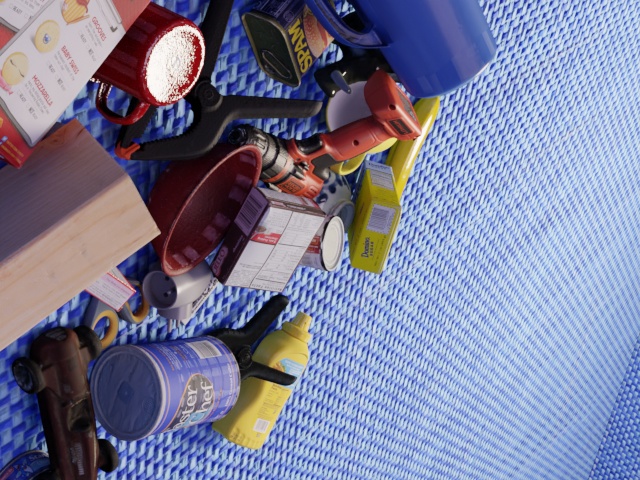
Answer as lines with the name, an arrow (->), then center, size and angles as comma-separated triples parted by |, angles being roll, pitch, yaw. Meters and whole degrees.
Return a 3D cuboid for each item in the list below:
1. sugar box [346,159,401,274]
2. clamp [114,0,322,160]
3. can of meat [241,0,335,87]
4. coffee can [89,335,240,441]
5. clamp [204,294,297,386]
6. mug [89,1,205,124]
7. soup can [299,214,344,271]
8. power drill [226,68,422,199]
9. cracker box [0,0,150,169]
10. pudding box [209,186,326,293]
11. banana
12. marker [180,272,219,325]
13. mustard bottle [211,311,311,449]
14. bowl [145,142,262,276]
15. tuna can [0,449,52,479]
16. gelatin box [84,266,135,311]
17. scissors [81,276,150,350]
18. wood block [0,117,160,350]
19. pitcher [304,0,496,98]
sugar box -> 0.065, -0.034, 1.364 | 0.176, 0.048, 0.093 | -99, -155, -69
clamp -> -0.116, -0.152, 1.031 | 0.209, 0.036, 0.164 | -32, 104, -19
can of meat -> -0.028, -0.227, 1.123 | 0.084, 0.058, 0.102 | -53, 151, -20
coffee can -> -0.171, 0.161, 1.188 | 0.140, 0.103, 0.103 | -1, 116, -58
clamp -> -0.096, 0.150, 1.329 | 0.171, 0.039, 0.120 | -24, 104, -32
mug -> -0.161, -0.158, 0.941 | 0.093, 0.082, 0.117 | 14, 103, -61
soup can -> -0.031, -0.002, 1.252 | 0.068, 0.102, 0.068 | 7, 90, -68
power drill -> 0.006, -0.118, 1.184 | 0.188, 0.057, 0.184 | -25, 158, 17
cracker box -> -0.229, -0.187, 0.818 | 0.213, 0.072, 0.164 | -56, 152, -11
pudding box -> -0.058, 0.001, 1.174 | 0.089, 0.039, 0.114 | 10, 120, -44
banana -> 0.123, -0.124, 1.479 | 0.069, 0.037, 0.198 | 17, 101, -60
marker -> -0.127, 0.048, 1.245 | 0.121, 0.020, 0.020 | -51, 150, -18
mustard bottle -> -0.066, 0.182, 1.422 | 0.191, 0.058, 0.096 | -60, 147, -2
bowl -> -0.130, -0.044, 1.099 | 0.162, 0.055, 0.162 | -51, 166, -18
tuna can -> -0.309, 0.268, 1.132 | 0.086, 0.034, 0.086 | -39, 144, -35
gelatin box -> -0.223, 0.021, 0.994 | 0.030, 0.073, 0.089 | -48, 141, -1
scissors -> -0.231, 0.048, 1.081 | 0.096, 0.016, 0.201 | -54, 151, -13
wood block -> -0.251, 0.007, 0.885 | 0.206, 0.091, 0.090 | -38, 146, -13
pitcher -> 0.076, -0.263, 1.086 | 0.242, 0.149, 0.145 | 57, 26, -27
